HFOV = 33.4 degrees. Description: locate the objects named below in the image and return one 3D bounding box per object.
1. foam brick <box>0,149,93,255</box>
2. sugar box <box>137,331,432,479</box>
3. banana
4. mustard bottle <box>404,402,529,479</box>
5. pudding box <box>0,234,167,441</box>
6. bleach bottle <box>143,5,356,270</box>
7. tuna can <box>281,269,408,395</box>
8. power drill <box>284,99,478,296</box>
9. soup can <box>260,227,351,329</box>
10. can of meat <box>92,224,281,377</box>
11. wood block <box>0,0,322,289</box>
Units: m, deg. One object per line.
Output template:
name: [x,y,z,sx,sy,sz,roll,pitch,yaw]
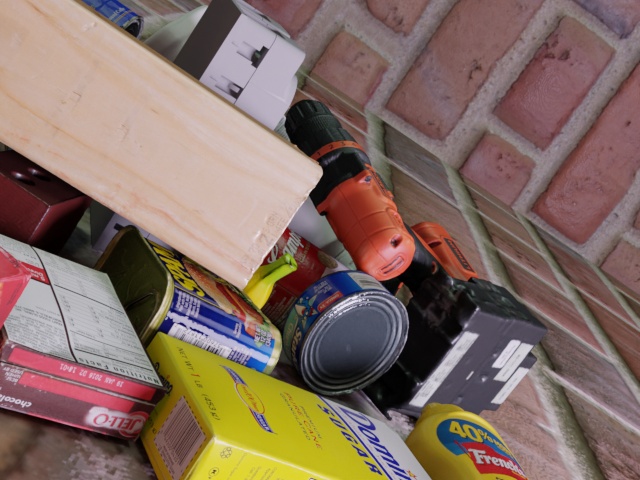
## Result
foam brick: [-0.177,-0.018,0.625,0.053,0.051,0.078,35,13,1]
sugar box: [-0.013,0.114,0.567,0.176,0.048,0.093,24,16,-36]
banana: [-0.068,0.013,0.758,0.037,0.069,0.198,55,-6,-26]
mustard bottle: [0.098,0.158,0.665,0.096,0.058,0.192,27,14,-21]
pudding box: [-0.136,0.044,0.530,0.089,0.039,0.114,26,17,-38]
bleach bottle: [-0.052,-0.069,0.879,0.251,0.068,0.102,54,30,-9]
tuna can: [0.017,0.064,0.742,0.086,0.086,0.034,24,15,-40]
power drill: [0.051,-0.015,0.859,0.187,0.057,0.184,37,20,-48]
soup can: [-0.013,0.038,0.806,0.102,0.068,0.068,34,12,-8]
can of meat: [-0.080,0.045,0.617,0.083,0.057,0.102,30,7,-32]
wood block: [-0.113,-0.069,0.639,0.206,0.090,0.091,33,5,-18]
